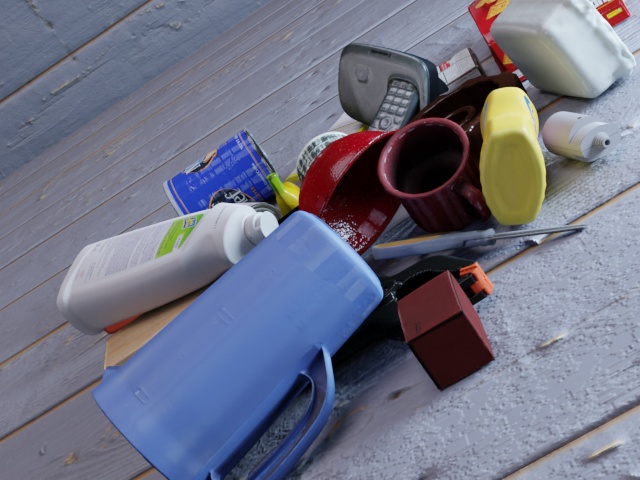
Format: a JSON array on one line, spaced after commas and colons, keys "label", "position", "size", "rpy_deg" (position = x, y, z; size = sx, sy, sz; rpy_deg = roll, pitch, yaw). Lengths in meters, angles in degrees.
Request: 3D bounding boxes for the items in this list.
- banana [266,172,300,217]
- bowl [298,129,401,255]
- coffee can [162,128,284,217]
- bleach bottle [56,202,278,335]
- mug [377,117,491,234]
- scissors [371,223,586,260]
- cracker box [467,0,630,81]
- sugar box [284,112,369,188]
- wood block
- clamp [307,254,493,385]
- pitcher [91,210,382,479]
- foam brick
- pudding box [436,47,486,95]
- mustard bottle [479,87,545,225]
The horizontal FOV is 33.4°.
[{"label": "banana", "position": [-0.030, -0.044, 1.261], "size": [0.037, 0.069, 0.198], "rpy_deg": [-21, -1, 0]}, {"label": "bowl", "position": [0.028, -0.053, 1.095], "size": [0.055, 0.162, 0.162], "rpy_deg": [34, 64, 25]}, {"label": "coffee can", "position": [-0.133, -0.076, 1.488], "size": [0.140, 0.102, 0.103], "rpy_deg": [-34, 20, 4]}, {"label": "bleach bottle", "position": [-0.150, 0.022, 1.080], "size": [0.251, 0.068, 0.102], "rpy_deg": [-17, 40, 33]}, {"label": "mug", "position": [0.121, -0.054, 1.037], "size": [0.117, 0.081, 0.093], "rpy_deg": [33, 79, 39]}, {"label": "scissors", "position": [0.148, -0.004, 0.986], "size": [0.202, 0.016, 0.096], "rpy_deg": [-8, 4, 20]}, {"label": "cracker box", "position": [0.282, -0.294, 1.360], "size": [0.164, 0.072, 0.213], "rpy_deg": [-31, 21, 14]}, {"label": "sugar box", "position": [0.035, -0.122, 1.407], "size": [0.094, 0.048, 0.176], "rpy_deg": [-13, 26, 45]}, {"label": "wood block", "position": [-0.108, 0.089, 1.087], "size": [0.206, 0.090, 0.090], "rpy_deg": [-35, 19, 2]}, {"label": "clamp", "position": [0.066, 0.053, 0.967], "size": [0.210, 0.036, 0.164], "rpy_deg": [-24, 25, 35]}, {"label": "pitcher", "position": [-0.057, 0.099, 0.901], "size": [0.242, 0.149, 0.145], "rpy_deg": [-45, 11, -6]}, {"label": "foam brick", "position": [0.098, 0.071, 0.854], "size": [0.053, 0.051, 0.078], "rpy_deg": [-32, 20, 11]}, {"label": "pudding box", "position": [0.160, -0.196, 1.385], "size": [0.114, 0.039, 0.090], "rpy_deg": [-33, 22, 15]}, {"label": "mustard bottle", "position": [0.183, -0.094, 1.028], "size": [0.058, 0.096, 0.191], "rpy_deg": [-8, 24, 12]}]
